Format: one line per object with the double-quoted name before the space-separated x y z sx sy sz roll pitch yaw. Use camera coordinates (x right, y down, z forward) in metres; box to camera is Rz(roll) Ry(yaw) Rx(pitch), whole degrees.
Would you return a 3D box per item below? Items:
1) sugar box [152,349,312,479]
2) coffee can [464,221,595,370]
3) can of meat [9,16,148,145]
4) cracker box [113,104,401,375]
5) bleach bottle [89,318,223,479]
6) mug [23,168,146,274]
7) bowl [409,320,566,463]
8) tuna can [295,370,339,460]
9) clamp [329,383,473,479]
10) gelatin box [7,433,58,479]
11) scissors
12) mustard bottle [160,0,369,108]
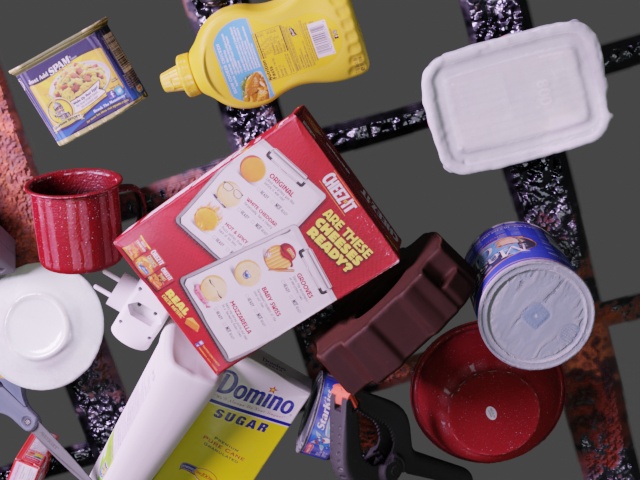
"sugar box" -0.092 0.198 1.105 0.093 0.048 0.176 30 106 -6
"coffee can" 0.192 0.048 1.003 0.103 0.140 0.103 1 106 2
"can of meat" -0.225 -0.149 1.007 0.102 0.057 0.084 -27 105 10
"cracker box" -0.057 0.001 0.997 0.214 0.072 0.164 -33 101 15
"bleach bottle" -0.185 0.204 1.093 0.068 0.102 0.251 26 114 -16
"mug" -0.224 -0.021 1.034 0.117 0.093 0.081 -15 114 -32
"bowl" 0.173 0.164 1.081 0.162 0.055 0.162 1 105 2
"tuna can" 0.004 0.176 1.075 0.033 0.086 0.086 18 106 -4
"clamp" 0.071 0.220 1.055 0.164 0.036 0.210 -35 115 -30
"gelatin box" -0.308 0.251 1.113 0.030 0.073 0.089 22 105 -4
"scissors" -0.294 0.163 1.088 0.202 0.016 0.096 27 95 14
"mustard bottle" -0.057 -0.175 0.992 0.192 0.058 0.096 -17 116 7
